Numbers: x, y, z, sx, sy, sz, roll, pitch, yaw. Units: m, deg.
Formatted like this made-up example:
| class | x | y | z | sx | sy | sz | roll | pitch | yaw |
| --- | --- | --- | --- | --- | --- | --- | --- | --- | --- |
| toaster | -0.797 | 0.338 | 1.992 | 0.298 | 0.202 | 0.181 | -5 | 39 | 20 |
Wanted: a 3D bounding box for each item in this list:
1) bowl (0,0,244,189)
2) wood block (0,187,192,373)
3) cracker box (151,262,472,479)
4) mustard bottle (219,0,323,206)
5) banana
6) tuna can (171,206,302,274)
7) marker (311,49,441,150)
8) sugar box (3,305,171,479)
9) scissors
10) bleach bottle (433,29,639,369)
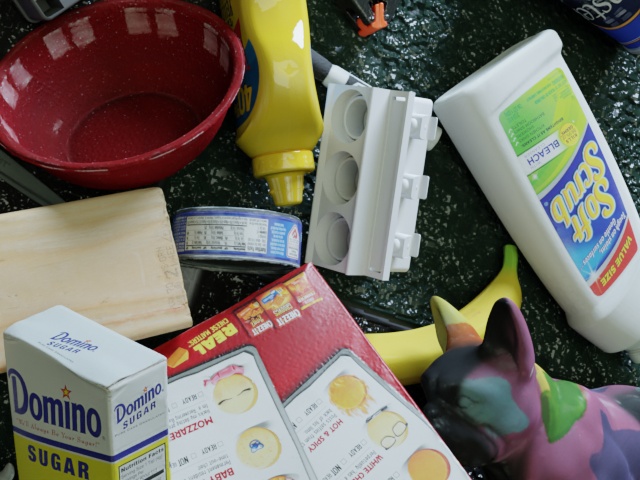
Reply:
| class | x | y | z | sx | sy | sz | roll | pitch | yaw |
| --- | --- | --- | --- | --- | --- | --- | --- | --- | --- |
| bowl | -0.123 | -0.084 | 0.671 | 0.162 | 0.055 | 0.162 | -4 | 49 | 5 |
| wood block | -0.193 | 0.034 | 0.630 | 0.205 | 0.091 | 0.090 | -12 | 88 | -26 |
| cracker box | -0.017 | 0.142 | 0.635 | 0.164 | 0.072 | 0.214 | -29 | 64 | -16 |
| mustard bottle | -0.034 | -0.118 | 0.702 | 0.058 | 0.096 | 0.191 | -8 | 88 | -17 |
| banana | 0.068 | 0.067 | 0.750 | 0.197 | 0.037 | 0.070 | -20 | 63 | -19 |
| tuna can | -0.055 | 0.001 | 0.692 | 0.086 | 0.086 | 0.034 | 5 | 83 | -16 |
| marker | 0.032 | -0.102 | 0.759 | 0.121 | 0.020 | 0.020 | 30 | 78 | -12 |
| sugar box | -0.124 | 0.132 | 0.578 | 0.048 | 0.093 | 0.176 | -25 | 123 | -43 |
| scissors | -0.234 | -0.093 | 0.681 | 0.201 | 0.016 | 0.096 | 23 | 90 | -14 |
| bleach bottle | 0.187 | -0.020 | 0.776 | 0.102 | 0.068 | 0.251 | -36 | 99 | -18 |
